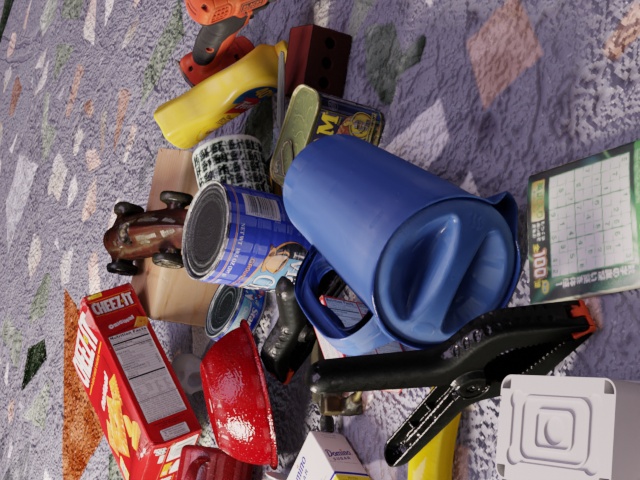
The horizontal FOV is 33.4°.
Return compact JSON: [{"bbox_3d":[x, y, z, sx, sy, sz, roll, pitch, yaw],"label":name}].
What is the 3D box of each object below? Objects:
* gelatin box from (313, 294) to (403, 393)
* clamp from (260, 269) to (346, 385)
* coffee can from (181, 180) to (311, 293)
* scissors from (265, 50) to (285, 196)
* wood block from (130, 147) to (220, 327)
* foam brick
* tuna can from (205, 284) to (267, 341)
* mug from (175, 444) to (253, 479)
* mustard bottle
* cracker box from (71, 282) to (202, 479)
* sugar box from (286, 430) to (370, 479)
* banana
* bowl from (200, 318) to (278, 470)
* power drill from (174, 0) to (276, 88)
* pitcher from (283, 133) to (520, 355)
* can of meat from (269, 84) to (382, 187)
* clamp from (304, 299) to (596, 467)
[{"bbox_3d":[0.036,0.095,0.978,0.030,0.073,0.089,-57,37,32],"label":"gelatin box"},{"bbox_3d":[-0.012,0.074,1.068,0.039,0.120,0.172,47,142,24],"label":"clamp"},{"bbox_3d":[-0.057,0.001,1.097,0.103,0.140,0.103,-26,59,53],"label":"coffee can"},{"bbox_3d":[-0.050,-0.110,1.186,0.096,0.016,0.202,-150,55,-68],"label":"scissors"},{"bbox_3d":[-0.167,-0.005,1.328,0.091,0.090,0.206,14,92,58],"label":"wood block"},{"bbox_3d":[-0.005,-0.190,1.161,0.051,0.052,0.078,4,85,59],"label":"foam brick"},{"bbox_3d":[-0.097,0.078,1.222,0.086,0.033,0.086,-45,31,36],"label":"tuna can"},{"bbox_3d":[-0.121,0.264,1.149,0.093,0.117,0.081,3,75,20],"label":"mug"},{"bbox_3d":[-0.096,-0.177,1.243,0.192,0.096,0.058,-30,84,12],"label":"mustard bottle"},{"bbox_3d":[-0.230,0.186,1.295,0.214,0.072,0.164,59,149,24],"label":"cracker box"},{"bbox_3d":[0.022,0.264,0.975,0.093,0.048,0.176,-66,30,21],"label":"sugar box"},{"bbox_3d":[0.101,0.206,0.876,0.070,0.037,0.198,-21,62,33],"label":"banana"},{"bbox_3d":[-0.089,0.165,1.112,0.162,0.055,0.162,168,90,-78],"label":"bowl"},{"bbox_3d":[-0.088,-0.260,1.249,0.057,0.184,0.188,56,151,15],"label":"power drill"},{"bbox_3d":[0.049,-0.006,0.933,0.243,0.149,0.145,-139,51,-59],"label":"pitcher"},{"bbox_3d":[0.007,-0.097,1.079,0.058,0.083,0.102,37,112,56],"label":"can of meat"},{"bbox_3d":[0.101,0.095,0.800,0.210,0.164,0.036,-31,49,17],"label":"clamp"}]
